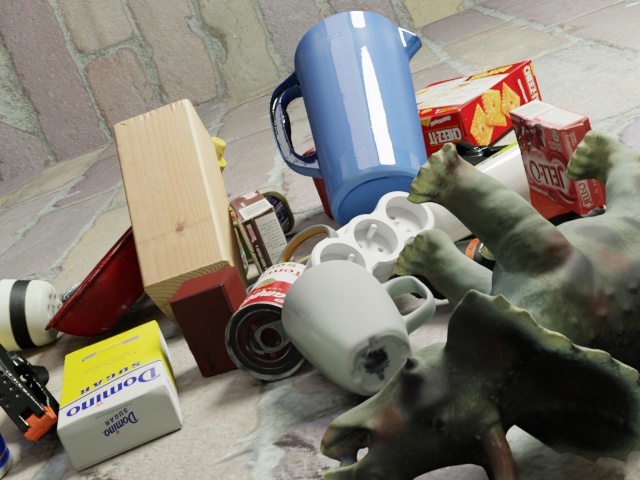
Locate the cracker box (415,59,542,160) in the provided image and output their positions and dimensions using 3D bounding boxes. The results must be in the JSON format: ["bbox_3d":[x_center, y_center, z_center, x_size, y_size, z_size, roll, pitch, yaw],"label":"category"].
[{"bbox_3d":[0.175,-0.163,1.418,0.164,0.072,0.213,-8,19,40],"label":"cracker box"}]

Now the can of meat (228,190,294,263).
[{"bbox_3d":[-0.092,-0.009,1.264,0.102,0.057,0.083,-15,19,23],"label":"can of meat"}]

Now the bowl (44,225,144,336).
[{"bbox_3d":[-0.227,0.051,1.164,0.162,0.055,0.162,-48,9,10],"label":"bowl"}]

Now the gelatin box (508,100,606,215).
[{"bbox_3d":[0.186,-0.066,0.837,0.030,0.073,0.089,-23,21,-9],"label":"gelatin box"}]

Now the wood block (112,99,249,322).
[{"bbox_3d":[-0.148,-0.033,1.123,0.091,0.090,0.206,-19,60,5],"label":"wood block"}]

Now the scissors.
[{"bbox_3d":[-0.051,0.063,1.005,0.202,0.016,0.096,-41,49,27],"label":"scissors"}]

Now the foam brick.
[{"bbox_3d":[-0.089,0.070,0.933,0.053,0.078,0.051,-17,17,14],"label":"foam brick"}]

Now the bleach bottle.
[{"bbox_3d":[0.131,-0.030,1.001,0.250,0.068,0.103,-27,-3,-17],"label":"bleach bottle"}]

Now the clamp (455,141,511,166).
[{"bbox_3d":[0.169,-0.084,1.204,0.120,0.039,0.172,-30,17,-25],"label":"clamp"}]

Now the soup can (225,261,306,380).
[{"bbox_3d":[-0.034,0.065,0.897,0.069,0.068,0.102,-17,15,16],"label":"soup can"}]

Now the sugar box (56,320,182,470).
[{"bbox_3d":[-0.172,0.126,0.911,0.093,0.048,0.176,-23,14,-6],"label":"sugar box"}]

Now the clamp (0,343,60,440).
[{"bbox_3d":[-0.275,0.125,0.964,0.036,0.164,0.210,-46,42,-7],"label":"clamp"}]

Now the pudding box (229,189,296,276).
[{"bbox_3d":[-0.057,0.001,1.112,0.039,0.090,0.113,-24,15,-4],"label":"pudding box"}]

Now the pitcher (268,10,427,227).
[{"bbox_3d":[0.039,-0.122,1.168,0.144,0.149,0.243,11,47,-23],"label":"pitcher"}]
